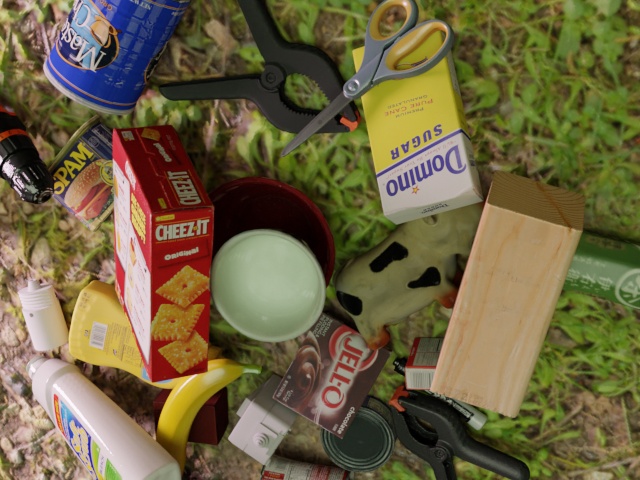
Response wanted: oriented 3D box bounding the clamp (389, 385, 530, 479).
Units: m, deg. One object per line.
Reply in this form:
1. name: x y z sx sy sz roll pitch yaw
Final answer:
1. clamp: 0.148 0.227 1.185 0.120 0.039 0.171 -30 106 29

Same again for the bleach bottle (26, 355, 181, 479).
1. bleach bottle: -0.262 0.221 1.237 0.251 0.067 0.103 36 136 32

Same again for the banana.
1. banana: -0.144 0.196 1.198 0.069 0.037 0.198 38 115 2

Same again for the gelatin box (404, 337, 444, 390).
1. gelatin box: 0.139 0.133 1.143 0.089 0.073 0.030 0 111 13

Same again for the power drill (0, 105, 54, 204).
1. power drill: -0.379 -0.058 1.183 0.184 0.057 0.188 49 117 25

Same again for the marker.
1. marker: 0.131 0.168 1.187 0.121 0.020 0.020 36 114 0

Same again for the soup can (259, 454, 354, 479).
1. soup can: -0.017 0.290 1.243 0.102 0.068 0.068 9 112 11

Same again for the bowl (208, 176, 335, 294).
1. bowl: -0.058 0.001 1.154 0.162 0.055 0.162 5 111 12

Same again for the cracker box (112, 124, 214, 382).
1. cracker box: -0.164 0.012 1.104 0.072 0.164 0.214 -8 128 -21

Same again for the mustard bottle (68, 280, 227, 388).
1. mustard bottle: -0.190 0.119 1.229 0.191 0.058 0.096 19 112 7

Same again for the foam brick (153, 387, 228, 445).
1. foam brick: -0.151 0.203 1.254 0.078 0.051 0.053 4 110 12

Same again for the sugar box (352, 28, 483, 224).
1. sugar box: 0.093 -0.113 1.035 0.093 0.048 0.176 -16 72 19

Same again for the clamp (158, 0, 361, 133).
1. clamp: -0.048 -0.181 1.093 0.210 0.036 0.165 25 114 2

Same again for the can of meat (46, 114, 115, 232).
1. can of meat: -0.249 -0.072 1.175 0.084 0.057 0.102 42 114 -6

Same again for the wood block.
1. wood block: 0.177 0.051 1.018 0.090 0.090 0.206 17 117 8

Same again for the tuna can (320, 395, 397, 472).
1. tuna can: 0.045 0.220 1.220 0.086 0.033 0.086 5 111 12

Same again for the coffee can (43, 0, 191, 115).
1. coffee can: -0.206 -0.213 1.086 0.103 0.102 0.140 33 114 0

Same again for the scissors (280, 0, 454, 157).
1. scissors: 0.033 -0.166 1.036 0.202 0.016 0.096 -28 66 14

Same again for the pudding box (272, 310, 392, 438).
1. pudding box: 0.014 0.147 1.176 0.090 0.039 0.113 29 93 9
